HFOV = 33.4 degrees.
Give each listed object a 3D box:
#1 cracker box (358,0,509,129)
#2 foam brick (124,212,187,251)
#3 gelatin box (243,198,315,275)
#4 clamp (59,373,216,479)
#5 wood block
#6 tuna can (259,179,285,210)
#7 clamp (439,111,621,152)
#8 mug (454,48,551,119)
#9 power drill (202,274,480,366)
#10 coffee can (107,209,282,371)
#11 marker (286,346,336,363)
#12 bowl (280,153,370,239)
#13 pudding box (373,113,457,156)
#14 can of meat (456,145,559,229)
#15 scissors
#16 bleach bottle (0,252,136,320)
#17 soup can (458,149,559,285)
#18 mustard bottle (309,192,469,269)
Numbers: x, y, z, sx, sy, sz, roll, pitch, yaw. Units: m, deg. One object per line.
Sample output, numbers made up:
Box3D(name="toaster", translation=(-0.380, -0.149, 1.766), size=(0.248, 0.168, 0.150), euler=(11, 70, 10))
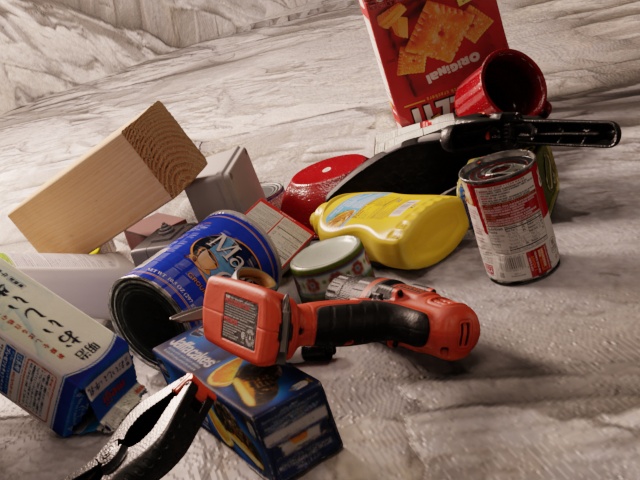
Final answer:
Box3D(name="cracker box", translation=(0.156, -0.243, 1.380), size=(0.164, 0.213, 0.072), euler=(-18, 21, 3))
Box3D(name="foam brick", translation=(-0.191, 0.003, 1.280), size=(0.052, 0.051, 0.078), euler=(-28, 22, -28))
Box3D(name="gelatin box", translation=(-0.058, 0.001, 1.137), size=(0.073, 0.030, 0.089), euler=(33, 37, 7))
Box3D(name="clamp", translation=(-0.149, 0.165, 0.771), size=(0.171, 0.039, 0.120), euler=(-47, 31, -17))
Box3D(name="wood block", translation=(-0.237, -0.057, 1.186), size=(0.206, 0.091, 0.090), euler=(-29, 16, 34))
Box3D(name="tuna can", translation=(-0.082, -0.043, 1.329), size=(0.086, 0.034, 0.086), euler=(-17, 20, 6))
Box3D(name="clamp", translation=(0.193, -0.107, 1.044), size=(0.164, 0.036, 0.210), euler=(0, 9, 2))
Box3D(name="mug", translation=(0.229, -0.174, 1.317), size=(0.117, 0.093, 0.082), euler=(17, -19, -17))
Box3D(name="power drill", translation=(0.005, 0.057, 0.850), size=(0.187, 0.057, 0.185), euler=(0, 6, -32))
Box3D(name="coffee can", translation=(-0.118, 0.046, 1.019), size=(0.103, 0.103, 0.140), euler=(-2, 26, 39))
Box3D(name="marker", translation=(-0.042, 0.100, 0.930), size=(0.121, 0.020, 0.020), euler=(-8, 22, 26))
Box3D(name="bowl", translation=(0.017, -0.059, 1.252), size=(0.162, 0.055, 0.162), euler=(-17, 19, 6))
Box3D(name="pudding box", translation=(0.123, -0.118, 1.340), size=(0.113, 0.039, 0.090), euler=(-17, 20, 11))
Box3D(name="can of meat", translation=(0.190, -0.055, 1.083), size=(0.084, 0.057, 0.102), euler=(-12, 21, 25))
Box3D(name="scissors", translation=(-0.059, 0.067, 0.907), size=(0.016, 0.096, 0.201), euler=(-52, -1, 16))
Box3D(name="bleach bottle", translation=(-0.320, 0.042, 1.102), size=(0.250, 0.068, 0.103), euler=(5, 8, -30))
Box3D(name="soup can", translation=(0.167, -0.020, 0.939), size=(0.068, 0.102, 0.068), euler=(-17, 19, 6))
Box3D(name="mustard bottle", translation=(0.053, -0.015, 1.094), size=(0.096, 0.058, 0.192), euler=(-36, 26, -30))
